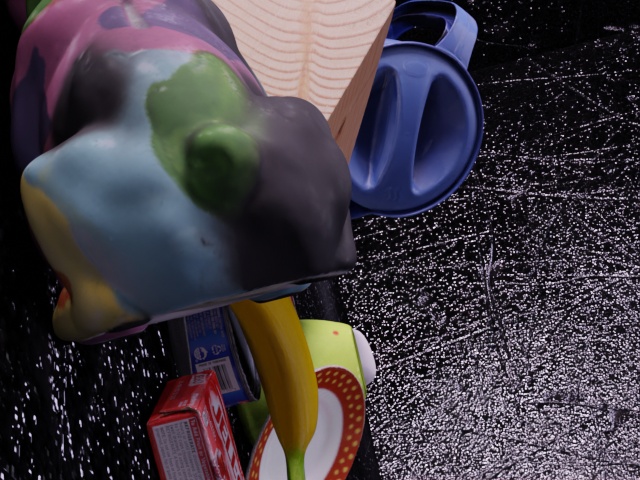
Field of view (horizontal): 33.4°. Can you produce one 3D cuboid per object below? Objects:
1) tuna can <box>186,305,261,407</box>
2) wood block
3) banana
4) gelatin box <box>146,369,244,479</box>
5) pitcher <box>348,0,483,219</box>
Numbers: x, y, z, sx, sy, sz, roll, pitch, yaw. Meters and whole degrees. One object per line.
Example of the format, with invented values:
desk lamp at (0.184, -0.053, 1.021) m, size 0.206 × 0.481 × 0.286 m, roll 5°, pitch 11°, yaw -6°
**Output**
tuna can at (-0.065, 0.064, 0.677) m, size 0.086 × 0.034 × 0.086 m, roll -14°, pitch 90°, yaw -87°
wood block at (-0.031, -0.061, 0.597) m, size 0.090 × 0.090 × 0.206 m, roll -61°, pitch 175°, yaw -24°
banana at (-0.028, 0.063, 0.645) m, size 0.069 × 0.037 × 0.198 m, roll -103°, pitch 177°, yaw -53°
gelatin box at (-0.059, 0.119, 0.548) m, size 0.073 × 0.030 × 0.089 m, roll -84°, pitch 160°, yaw -83°
pitcher at (0.032, -0.122, 0.894) m, size 0.243 × 0.149 × 0.145 m, roll -137°, pitch -145°, yaw -64°
